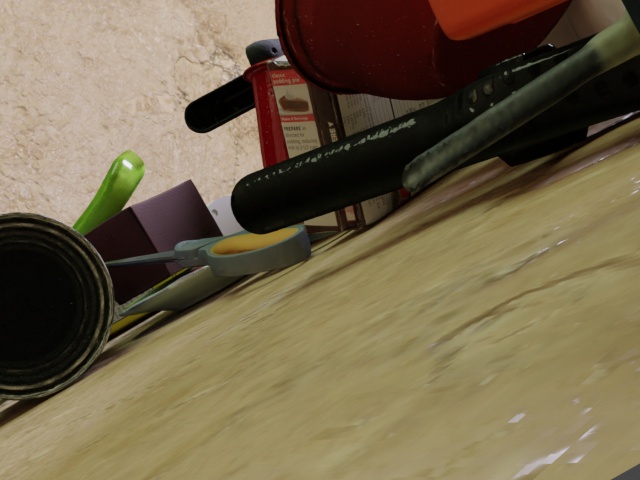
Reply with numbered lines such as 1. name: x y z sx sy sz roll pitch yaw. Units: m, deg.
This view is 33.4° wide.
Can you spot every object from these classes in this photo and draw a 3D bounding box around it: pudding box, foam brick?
1. pudding box: 0.027 -0.064 0.547 0.039 0.090 0.113 -1 22 35
2. foam brick: -0.110 0.000 0.712 0.051 0.053 0.078 -28 3 29

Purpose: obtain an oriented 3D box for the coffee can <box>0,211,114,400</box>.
1. coffee can: -0.182 0.041 0.642 0.102 0.103 0.140 -30 4 -16

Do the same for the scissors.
1. scissors: -0.054 0.001 0.619 0.096 0.016 0.202 -23 12 -30

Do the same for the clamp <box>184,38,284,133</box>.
1. clamp: -0.018 -0.125 0.766 0.171 0.039 0.120 -25 3 -42

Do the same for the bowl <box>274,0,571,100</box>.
1. bowl: 0.061 -0.114 0.435 0.162 0.055 0.162 -33 -31 -22

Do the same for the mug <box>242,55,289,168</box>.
1. mug: 0.008 -0.063 0.636 0.093 0.081 0.117 -8 -2 15

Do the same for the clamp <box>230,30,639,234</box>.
1. clamp: 0.063 -0.043 0.375 0.164 0.036 0.210 -21 3 -19
